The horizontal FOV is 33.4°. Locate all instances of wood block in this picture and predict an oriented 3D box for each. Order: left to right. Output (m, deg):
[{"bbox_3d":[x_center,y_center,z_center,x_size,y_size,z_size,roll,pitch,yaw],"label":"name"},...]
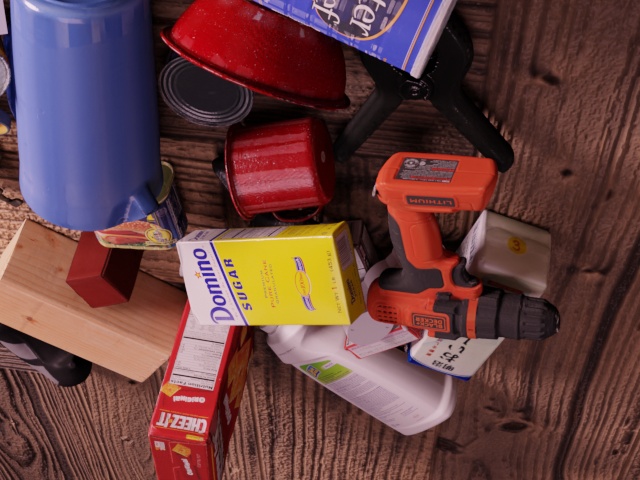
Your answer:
[{"bbox_3d":[-0.269,0.072,1.223,0.206,0.090,0.091,27,141,-19],"label":"wood block"}]

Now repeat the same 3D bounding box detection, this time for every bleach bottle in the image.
[{"bbox_3d":[0.036,0.142,1.255,0.250,0.068,0.103,32,138,-21],"label":"bleach bottle"}]

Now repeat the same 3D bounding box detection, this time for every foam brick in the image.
[{"bbox_3d":[-0.234,0.027,1.164,0.051,0.078,0.053,-11,137,24],"label":"foam brick"}]

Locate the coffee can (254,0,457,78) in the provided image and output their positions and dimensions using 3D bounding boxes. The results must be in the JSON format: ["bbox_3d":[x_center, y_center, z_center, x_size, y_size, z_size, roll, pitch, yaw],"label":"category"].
[{"bbox_3d":[0.030,-0.193,0.773,0.140,0.102,0.103,25,142,2],"label":"coffee can"}]

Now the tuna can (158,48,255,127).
[{"bbox_3d":[-0.099,-0.143,0.949,0.086,0.033,0.086,7,142,5],"label":"tuna can"}]

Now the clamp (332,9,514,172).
[{"bbox_3d":[0.093,-0.133,0.907,0.164,0.036,0.210,8,140,7],"label":"clamp"}]

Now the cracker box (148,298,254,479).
[{"bbox_3d":[-0.128,0.170,1.208,0.072,0.213,0.164,8,142,5],"label":"cracker box"}]

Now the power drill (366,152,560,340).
[{"bbox_3d":[0.125,0.014,0.969,0.185,0.057,0.187,5,129,18],"label":"power drill"}]

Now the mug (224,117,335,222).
[{"bbox_3d":[-0.031,-0.061,0.991,0.081,0.093,0.117,-6,133,14],"label":"mug"}]

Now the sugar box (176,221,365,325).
[{"bbox_3d":[-0.050,0.035,1.036,0.176,0.048,0.093,-4,107,26],"label":"sugar box"}]

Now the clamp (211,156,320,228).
[{"bbox_3d":[-0.057,0.001,1.079,0.171,0.039,0.120,35,133,0],"label":"clamp"}]

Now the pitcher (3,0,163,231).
[{"bbox_3d":[-0.210,-0.138,0.922,0.149,0.145,0.243,2,139,-7],"label":"pitcher"}]

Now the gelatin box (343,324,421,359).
[{"bbox_3d":[0.070,0.082,1.159,0.089,0.073,0.030,-25,131,37],"label":"gelatin box"}]

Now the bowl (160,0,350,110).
[{"bbox_3d":[-0.042,-0.160,0.846,0.162,0.162,0.055,19,109,-10],"label":"bowl"}]

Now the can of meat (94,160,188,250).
[{"bbox_3d":[-0.192,-0.036,1.093,0.102,0.057,0.084,4,145,11],"label":"can of meat"}]
